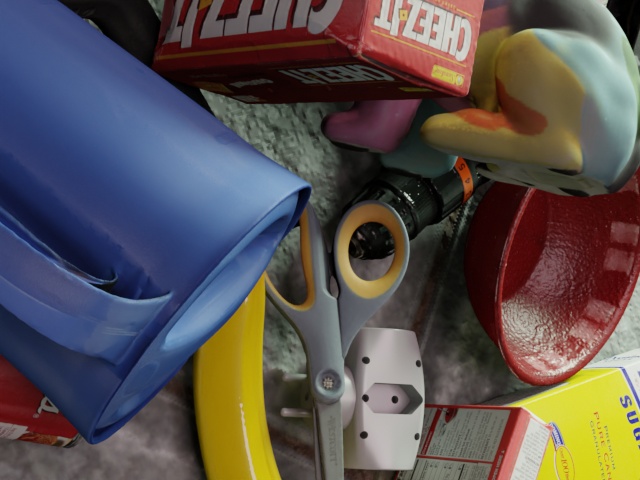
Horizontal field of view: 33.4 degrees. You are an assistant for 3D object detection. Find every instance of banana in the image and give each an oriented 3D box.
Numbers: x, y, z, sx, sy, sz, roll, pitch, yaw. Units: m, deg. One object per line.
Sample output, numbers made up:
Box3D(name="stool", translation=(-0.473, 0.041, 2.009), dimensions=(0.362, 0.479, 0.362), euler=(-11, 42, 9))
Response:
Box3D(name="banana", translation=(-0.033, 0.101, 0.550), dimensions=(0.037, 0.070, 0.198), euler=(-5, 77, -64))

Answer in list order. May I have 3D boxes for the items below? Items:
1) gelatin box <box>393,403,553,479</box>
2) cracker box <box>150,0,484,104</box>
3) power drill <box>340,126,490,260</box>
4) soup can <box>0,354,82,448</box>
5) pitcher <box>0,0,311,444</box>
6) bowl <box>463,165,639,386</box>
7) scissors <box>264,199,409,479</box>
Box3D(name="gelatin box", translation=(0.082, 0.132, 0.604), dimensions=(0.030, 0.089, 0.073), euler=(34, 66, -25))
Box3D(name="cracker box", translation=(0.005, -0.174, 0.485), dimensions=(0.072, 0.164, 0.214), euler=(13, 87, -38))
Box3D(name="power drill", translation=(0.042, -0.104, 0.635), dimensions=(0.184, 0.057, 0.187), euler=(-41, 106, -31))
Box3D(name="soup can", translation=(-0.154, 0.051, 0.478), dimensions=(0.102, 0.069, 0.068), euler=(17, 74, -29))
Box3D(name="pitcher", translation=(-0.134, -0.042, 0.422), dimensions=(0.243, 0.149, 0.144), euler=(39, 55, 4))
Box3D(name="bowl", translation=(0.138, 0.005, 0.660), dimensions=(0.161, 0.055, 0.162), euler=(-19, 118, -40))
Box3D(name="scissors", translation=(0.019, 0.063, 0.568), dimensions=(0.096, 0.016, 0.202), euler=(-16, 83, -14))
